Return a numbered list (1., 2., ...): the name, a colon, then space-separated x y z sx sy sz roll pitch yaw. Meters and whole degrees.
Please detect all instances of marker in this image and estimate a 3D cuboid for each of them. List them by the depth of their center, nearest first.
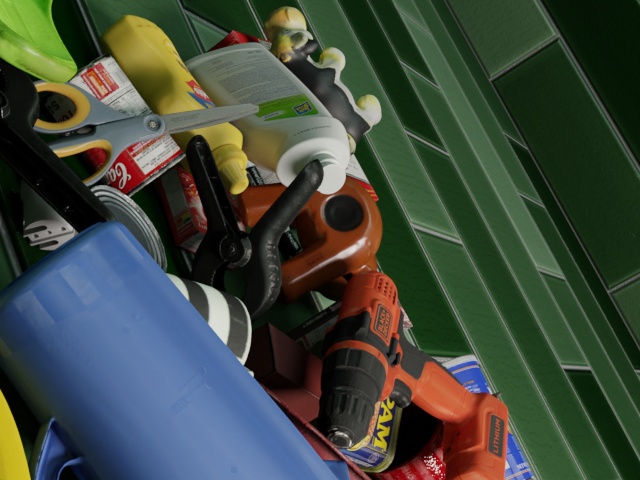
1. marker: -0.054 -0.034 1.104 0.121 0.020 0.020 61 20 7

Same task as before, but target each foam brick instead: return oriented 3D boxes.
1. foam brick: -0.036 0.114 0.879 0.078 0.053 0.051 41 26 -40

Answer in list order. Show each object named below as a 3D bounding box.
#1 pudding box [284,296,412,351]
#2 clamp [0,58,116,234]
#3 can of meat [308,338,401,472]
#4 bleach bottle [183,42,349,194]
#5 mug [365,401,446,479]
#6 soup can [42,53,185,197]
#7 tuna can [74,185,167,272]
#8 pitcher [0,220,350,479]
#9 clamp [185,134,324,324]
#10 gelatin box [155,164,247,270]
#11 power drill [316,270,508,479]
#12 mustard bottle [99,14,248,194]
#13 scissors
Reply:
1. pudding box: 0.024 0.087 1.005 0.113 0.090 0.039 13 47 -62
2. clamp: -0.234 -0.081 0.701 0.164 0.036 0.210 9 40 -43
3. can of meat: 0.025 0.143 0.933 0.083 0.058 0.102 32 63 -46
4. bleach bottle: -0.048 -0.108 0.989 0.251 0.102 0.068 -129 -157 -52
5. mug: 0.087 0.206 1.001 0.081 0.093 0.117 55 -17 -22
6. soup can: -0.165 -0.089 0.854 0.102 0.069 0.068 54 20 -9
7. tuna can: -0.155 0.004 0.791 0.086 0.034 0.086 47 23 -27
8. pitcher: -0.101 0.117 0.639 0.243 0.145 0.149 53 8 -3
9. clamp: -0.056 0.001 0.870 0.039 0.120 0.171 -16 109 -61
10. gelatin box: -0.102 -0.020 0.955 0.089 0.030 0.073 27 36 -54
11. power drill: 0.076 0.135 0.874 0.187 0.057 0.184 45 35 -21
12. mustard bottle: -0.120 -0.113 0.945 0.192 0.058 0.096 53 3 27
13. scissors: -0.146 -0.101 0.817 0.201 0.016 0.096 -32 91 -32
